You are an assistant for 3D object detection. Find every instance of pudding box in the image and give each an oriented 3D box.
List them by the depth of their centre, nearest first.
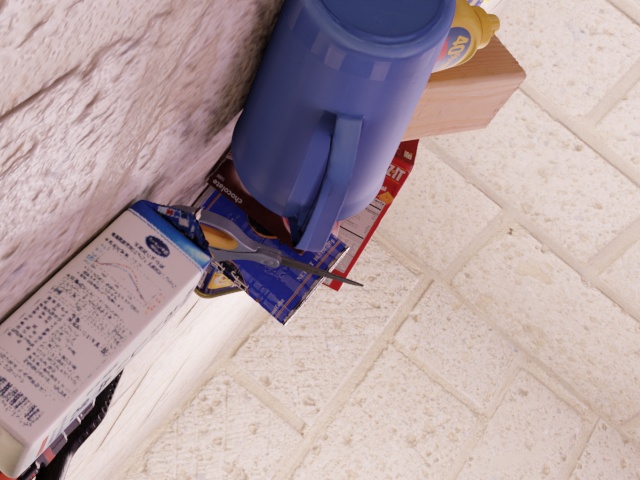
[{"bbox_3d":[-0.032,-0.056,0.976,0.090,0.113,0.039,-51,-179,18],"label":"pudding box"}]

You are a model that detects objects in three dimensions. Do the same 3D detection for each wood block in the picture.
[{"bbox_3d":[0.105,-0.168,1.118,0.205,0.091,0.090,-12,150,-41],"label":"wood block"}]

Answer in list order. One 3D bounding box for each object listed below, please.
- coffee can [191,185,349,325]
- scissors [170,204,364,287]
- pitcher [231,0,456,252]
[{"bbox_3d":[-0.057,0.001,1.058,0.103,0.140,0.103,-50,177,-3],"label":"coffee can"},{"bbox_3d":[-0.064,0.017,0.981,0.096,0.201,0.016,-22,-129,46],"label":"scissors"},{"bbox_3d":[0.014,-0.109,0.790,0.144,0.149,0.243,-35,168,-23],"label":"pitcher"}]
